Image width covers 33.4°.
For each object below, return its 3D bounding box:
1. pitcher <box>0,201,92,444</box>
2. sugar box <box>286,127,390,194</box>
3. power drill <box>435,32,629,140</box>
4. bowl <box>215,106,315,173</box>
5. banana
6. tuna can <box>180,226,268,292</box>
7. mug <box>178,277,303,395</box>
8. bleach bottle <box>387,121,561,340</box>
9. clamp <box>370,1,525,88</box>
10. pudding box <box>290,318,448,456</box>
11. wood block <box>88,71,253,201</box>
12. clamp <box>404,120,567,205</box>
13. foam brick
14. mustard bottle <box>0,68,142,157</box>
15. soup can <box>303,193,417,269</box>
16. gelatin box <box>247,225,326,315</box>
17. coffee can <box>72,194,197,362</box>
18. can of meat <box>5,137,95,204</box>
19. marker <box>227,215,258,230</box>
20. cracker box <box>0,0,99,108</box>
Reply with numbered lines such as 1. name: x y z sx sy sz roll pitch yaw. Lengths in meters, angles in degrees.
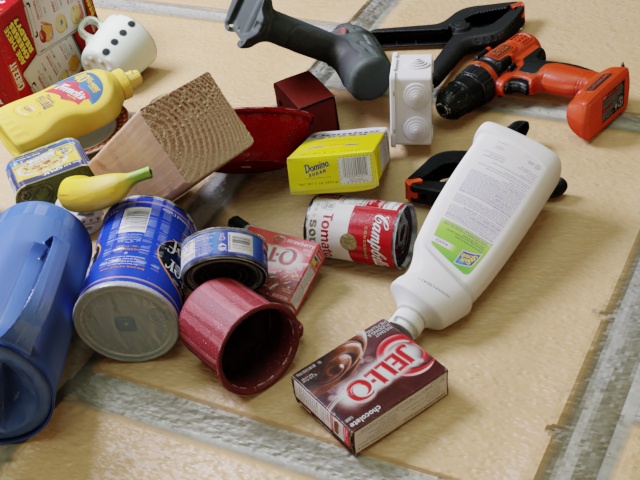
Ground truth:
1. pitcher: -0.293 0.063 1.039 0.149 0.145 0.242 -7 36 8
2. sugar box: 0.023 -0.090 1.168 0.093 0.048 0.176 -4 16 8
3. power drill: 0.253 -0.179 1.265 0.188 0.057 0.184 26 52 36
4. bowl: -0.084 -0.111 1.226 0.162 0.055 0.162 -3 -5 0
5. banana: -0.243 -0.051 1.133 0.069 0.037 0.198 -16 9 -30
6. tuna can: -0.093 0.023 1.037 0.086 0.086 0.034 -7 60 5
7. mug: -0.071 0.084 1.007 0.117 0.093 0.082 -9 27 -38
8. bleach bottle: 0.139 -0.004 1.059 0.103 0.068 0.250 29 62 21
9. clamp: 0.183 -0.263 1.400 0.210 0.036 0.165 -19 39 -10
10. pudding box: 0.045 0.129 0.956 0.113 0.039 0.090 -31 44 -23
11. wood block: -0.165 -0.093 1.147 0.090 0.090 0.206 -36 6 -28
12. clamp: 0.180 -0.069 1.167 0.171 0.039 0.120 -23 41 -10
13. foam brick: -0.018 -0.165 1.316 0.051 0.053 0.078 -23 40 -14
14. mustard bottle: -0.312 -0.169 1.350 0.191 0.058 0.096 -29 44 -21
15. soup can: 0.041 -0.011 1.103 0.102 0.068 0.068 9 43 23
16. gelatin box: -0.050 0.029 1.090 0.089 0.030 0.073 15 64 28
17. coffee can: -0.182 0.036 1.070 0.103 0.103 0.140 -5 39 7
18. can of meat: -0.318 -0.072 1.271 0.102 0.057 0.084 -22 38 -14
19. marker: -0.058 0.001 1.150 0.020 0.020 0.121 -37 46 -29
20. cracker box: -0.387 -0.277 1.450 0.072 0.164 0.213 6 42 22
